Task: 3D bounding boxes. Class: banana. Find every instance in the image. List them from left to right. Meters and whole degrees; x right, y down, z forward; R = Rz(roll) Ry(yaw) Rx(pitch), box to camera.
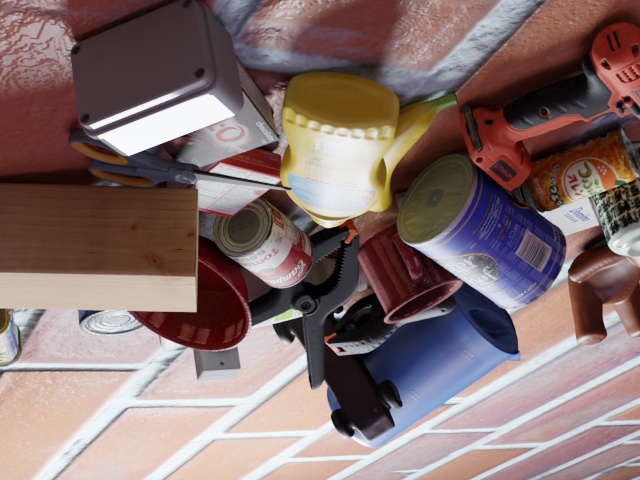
[{"bbox_3d":[0.065,-0.074,1.014,0.069,0.037,0.198,0,153,-18],"label":"banana"}]

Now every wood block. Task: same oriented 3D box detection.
[{"bbox_3d":[-0.215,0.007,0.972,0.206,0.090,0.091,1,154,-5],"label":"wood block"}]

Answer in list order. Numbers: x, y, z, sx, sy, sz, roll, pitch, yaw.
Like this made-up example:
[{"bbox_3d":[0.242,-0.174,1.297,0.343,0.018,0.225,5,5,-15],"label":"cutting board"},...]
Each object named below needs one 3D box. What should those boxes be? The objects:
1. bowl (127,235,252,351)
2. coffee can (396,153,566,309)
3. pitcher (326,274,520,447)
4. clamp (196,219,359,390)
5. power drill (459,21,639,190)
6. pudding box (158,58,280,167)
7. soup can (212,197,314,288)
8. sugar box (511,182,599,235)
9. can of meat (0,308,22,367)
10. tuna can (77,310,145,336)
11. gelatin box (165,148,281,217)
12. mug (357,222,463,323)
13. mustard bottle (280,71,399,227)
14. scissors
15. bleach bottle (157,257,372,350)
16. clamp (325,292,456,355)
[{"bbox_3d":[-0.137,0.043,1.110,0.162,0.055,0.162,15,139,14],"label":"bowl"},{"bbox_3d":[0.161,-0.008,1.066,0.140,0.102,0.103,33,135,-28],"label":"coffee can"},{"bbox_3d":[0.116,0.148,1.346,0.243,0.149,0.144,-42,156,24],"label":"pitcher"},{"bbox_3d":[-0.030,0.063,1.169,0.164,0.036,0.210,18,113,-24],"label":"clamp"},{"bbox_3d":[0.237,-0.113,0.981,0.188,0.057,0.184,-27,148,25],"label":"power drill"},{"bbox_3d":[-0.095,-0.107,0.872,0.090,0.039,0.113,-17,154,13],"label":"pudding box"},{"bbox_3d":[-0.057,0.001,1.089,0.069,0.068,0.102,-19,153,17],"label":"soup can"},{"bbox_3d":[0.212,-0.022,1.180,0.176,0.048,0.093,-21,154,14],"label":"sugar box"},{"bbox_3d":[-0.389,0.103,1.185,0.102,0.057,0.084,-7,152,-11],"label":"can of meat"},{"bbox_3d":[-0.235,0.079,1.223,0.086,0.034,0.086,-9,155,-4],"label":"tuna can"},{"bbox_3d":[-0.090,-0.058,0.993,0.073,0.030,0.089,12,147,-39],"label":"gelatin box"},{"bbox_3d":[0.089,0.027,1.114,0.093,0.081,0.117,-27,164,-1],"label":"mug"},{"bbox_3d":[0.013,-0.068,0.951,0.096,0.058,0.192,9,149,2],"label":"mustard bottle"},{"bbox_3d":[-0.128,-0.065,0.883,0.202,0.016,0.096,3,158,37],"label":"scissors"},{"bbox_3d":[-0.064,0.065,1.233,0.250,0.068,0.103,-8,155,-11],"label":"bleach bottle"},{"bbox_3d":[0.082,0.083,1.219,0.171,0.120,0.039,-41,111,9],"label":"clamp"}]
